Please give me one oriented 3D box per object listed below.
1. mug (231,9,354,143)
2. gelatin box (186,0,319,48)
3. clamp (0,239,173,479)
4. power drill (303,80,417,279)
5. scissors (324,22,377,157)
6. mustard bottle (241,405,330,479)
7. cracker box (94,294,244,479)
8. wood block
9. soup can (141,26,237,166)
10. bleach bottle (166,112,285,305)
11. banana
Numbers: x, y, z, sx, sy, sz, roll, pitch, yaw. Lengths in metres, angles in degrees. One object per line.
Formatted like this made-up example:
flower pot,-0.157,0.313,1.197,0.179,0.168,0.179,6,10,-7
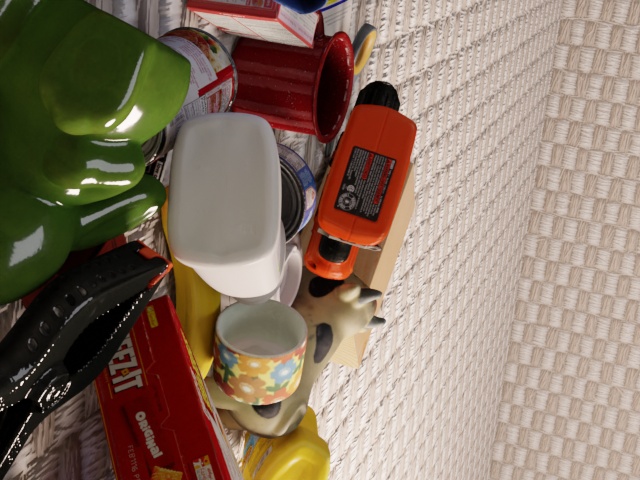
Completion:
mug,-0.025,-0.143,0.882,0.093,0.082,0.117,-53,149,-53
gelatin box,-0.049,-0.174,0.805,0.089,0.073,0.030,10,92,-72
clamp,-0.161,0.081,0.582,0.209,0.036,0.165,-45,162,-34
power drill,0.036,-0.059,0.886,0.187,0.057,0.184,120,-14,-86
scissors,0.026,-0.147,1.047,0.096,0.016,0.202,-57,172,-8
mustard bottle,-0.039,0.202,1.022,0.096,0.058,0.192,-59,-168,5
cracker box,-0.095,0.170,0.760,0.213,0.072,0.164,77,-9,-50
wood block,0.027,0.015,1.118,0.091,0.090,0.206,81,27,-60
soup can,-0.106,-0.093,0.693,0.102,0.069,0.068,-48,145,-57
bleach bottle,-0.055,0.001,0.753,0.251,0.068,0.102,85,5,-74
banana,-0.103,0.045,0.837,0.069,0.037,0.198,-43,141,-64
